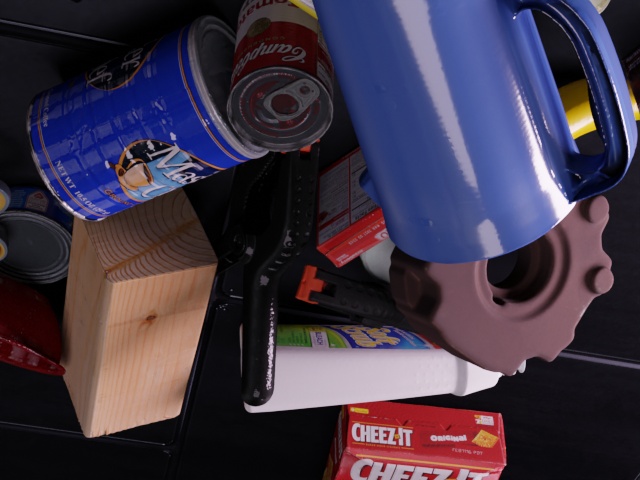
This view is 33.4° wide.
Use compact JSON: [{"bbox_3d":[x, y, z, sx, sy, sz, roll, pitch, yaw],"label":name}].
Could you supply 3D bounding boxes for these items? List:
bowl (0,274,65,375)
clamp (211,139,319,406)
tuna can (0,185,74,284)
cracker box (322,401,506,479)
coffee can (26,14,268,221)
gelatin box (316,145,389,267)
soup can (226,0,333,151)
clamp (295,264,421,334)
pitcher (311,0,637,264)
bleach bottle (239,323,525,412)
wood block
[{"bbox_3d":[-0.283,0.061,0.906,0.162,0.055,0.162,18,163,5],"label":"bowl"},{"bbox_3d":[-0.056,0.001,0.842,0.036,0.165,0.210,2,118,-35],"label":"clamp"},{"bbox_3d":[-0.240,-0.005,0.881,0.086,0.033,0.086,1,135,1],"label":"tuna can"},{"bbox_3d":[0.086,0.262,1.117,0.164,0.072,0.214,6,135,-6],"label":"cracker box"},{"bbox_3d":[-0.118,-0.084,0.749,0.140,0.103,0.102,-20,132,20],"label":"coffee can"},{"bbox_3d":[0.033,-0.032,0.807,0.073,0.089,0.030,-32,126,29],"label":"gelatin box"},{"bbox_3d":[-0.025,-0.118,0.713,0.068,0.102,0.068,1,135,1],"label":"soup can"},{"bbox_3d":[0.052,0.055,0.864,0.120,0.039,0.171,4,171,35],"label":"clamp"},{"bbox_3d":[0.076,-0.115,0.624,0.149,0.145,0.242,-27,125,-3],"label":"pitcher"},{"bbox_3d":[0.055,0.108,0.957,0.250,0.102,0.068,-2,103,-6],"label":"bleach bottle"},{"bbox_3d":[-0.157,0.063,0.889,0.090,0.090,0.206,-10,141,-27],"label":"wood block"}]
